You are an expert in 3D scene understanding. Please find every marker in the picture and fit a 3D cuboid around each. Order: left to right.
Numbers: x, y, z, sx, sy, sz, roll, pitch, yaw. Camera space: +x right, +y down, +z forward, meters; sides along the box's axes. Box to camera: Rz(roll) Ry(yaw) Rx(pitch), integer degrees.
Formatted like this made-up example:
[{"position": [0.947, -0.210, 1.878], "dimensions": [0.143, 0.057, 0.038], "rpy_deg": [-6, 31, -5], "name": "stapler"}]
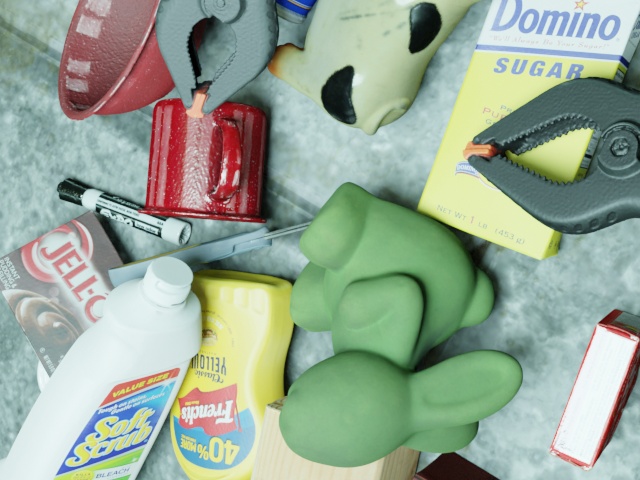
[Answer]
[{"position": [-0.156, -0.024, 0.835], "dimensions": [0.121, 0.020, 0.020], "rpy_deg": [20, 101, 21], "name": "marker"}]

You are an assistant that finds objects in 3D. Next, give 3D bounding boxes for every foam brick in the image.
[{"position": [0.085, 0.181, 0.710], "dimensions": [0.053, 0.078, 0.051], "rpy_deg": [29, 102, 19], "name": "foam brick"}]

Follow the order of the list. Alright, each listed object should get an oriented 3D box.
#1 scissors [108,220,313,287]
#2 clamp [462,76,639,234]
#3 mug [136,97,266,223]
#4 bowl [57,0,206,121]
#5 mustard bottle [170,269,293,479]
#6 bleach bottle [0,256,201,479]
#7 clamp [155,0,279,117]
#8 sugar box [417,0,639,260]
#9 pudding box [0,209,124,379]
[{"position": [-0.055, 0.001, 0.785], "dimensions": [0.201, 0.096, 0.016], "rpy_deg": [-15, 92, -7], "name": "scissors"}, {"position": [0.180, -0.039, 0.604], "dimensions": [0.210, 0.036, 0.164], "rpy_deg": [-5, 74, 34], "name": "clamp"}, {"position": [-0.078, -0.056, 0.752], "dimensions": [0.093, 0.117, 0.081], "rpy_deg": [4, 90, -17], "name": "mug"}, {"position": [-0.129, -0.154, 0.772], "dimensions": [0.162, 0.055, 0.162], "rpy_deg": [-31, 49, 44], "name": "bowl"}, {"position": [-0.068, 0.120, 0.783], "dimensions": [0.096, 0.058, 0.191], "rpy_deg": [6, 96, 34], "name": "mustard bottle"}, {"position": [-0.154, 0.109, 0.759], "dimensions": [0.068, 0.102, 0.251], "rpy_deg": [60, 135, 35], "name": "bleach bottle"}, {"position": [-0.049, -0.157, 0.667], "dimensions": [0.120, 0.039, 0.171], "rpy_deg": [12, 122, 7], "name": "clamp"}, {"position": [0.137, -0.085, 0.689], "dimensions": [0.093, 0.048, 0.176], "rpy_deg": [22, 103, 21], "name": "sugar box"}, {"position": [-0.187, 0.046, 0.818], "dimensions": [0.090, 0.039, 0.113], "rpy_deg": [-30, 78, -11], "name": "pudding box"}]
